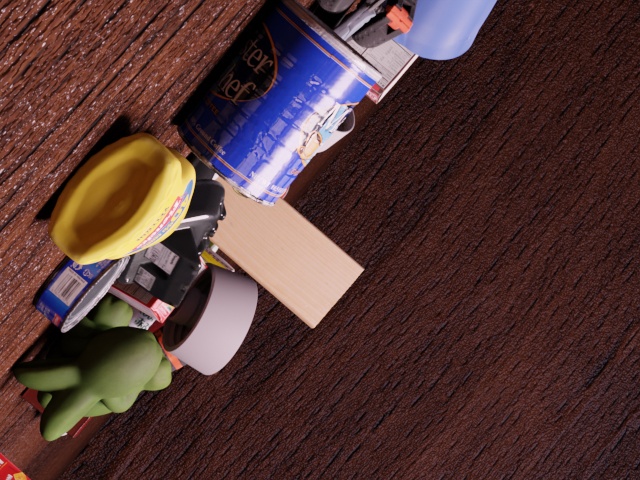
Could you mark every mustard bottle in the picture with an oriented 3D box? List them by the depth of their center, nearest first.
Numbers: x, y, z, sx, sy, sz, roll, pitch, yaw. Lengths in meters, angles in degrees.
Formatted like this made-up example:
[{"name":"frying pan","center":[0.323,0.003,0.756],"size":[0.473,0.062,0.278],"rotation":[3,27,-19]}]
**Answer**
[{"name":"mustard bottle","center":[-0.136,-0.028,0.786],"size":[0.096,0.058,0.191],"rotation":[-49,180,1]}]

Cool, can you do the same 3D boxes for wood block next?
[{"name":"wood block","center":[-0.058,0.002,1.247],"size":[0.091,0.206,0.090],"rotation":[-50,179,-5]}]

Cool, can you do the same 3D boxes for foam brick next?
[{"name":"foam brick","center":[-0.300,0.186,1.243],"size":[0.053,0.078,0.051],"rotation":[-52,179,-13]}]

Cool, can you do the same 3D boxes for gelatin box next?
[{"name":"gelatin box","center":[-0.167,0.032,1.058],"size":[0.073,0.089,0.030],"rotation":[-51,141,-20]}]

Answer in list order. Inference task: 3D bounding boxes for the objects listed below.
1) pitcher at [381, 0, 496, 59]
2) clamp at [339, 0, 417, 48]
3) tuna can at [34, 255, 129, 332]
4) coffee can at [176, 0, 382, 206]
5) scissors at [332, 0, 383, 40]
[{"name":"pitcher","center":[0.168,-0.329,1.190],"size":[0.243,0.145,0.149],"rotation":[124,-26,-55]},{"name":"clamp","center":[0.061,-0.241,1.076],"size":[0.120,0.039,0.172],"rotation":[-59,-155,0]},{"name":"tuna can","center":[-0.203,0.035,0.909],"size":[0.086,0.034,0.086],"rotation":[-50,180,-1]},{"name":"coffee can","center":[-0.033,-0.113,0.864],"size":[0.140,0.103,0.102],"rotation":[-49,179,10]},{"name":"scissors","center":[0.034,-0.205,1.007],"size":[0.202,0.016,0.096],"rotation":[-38,-178,2]}]
